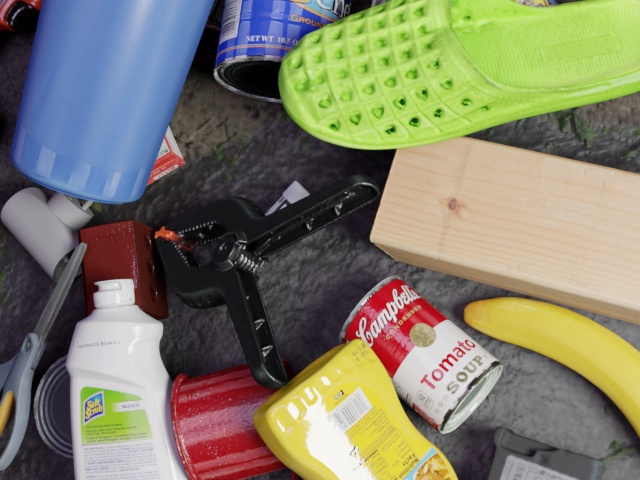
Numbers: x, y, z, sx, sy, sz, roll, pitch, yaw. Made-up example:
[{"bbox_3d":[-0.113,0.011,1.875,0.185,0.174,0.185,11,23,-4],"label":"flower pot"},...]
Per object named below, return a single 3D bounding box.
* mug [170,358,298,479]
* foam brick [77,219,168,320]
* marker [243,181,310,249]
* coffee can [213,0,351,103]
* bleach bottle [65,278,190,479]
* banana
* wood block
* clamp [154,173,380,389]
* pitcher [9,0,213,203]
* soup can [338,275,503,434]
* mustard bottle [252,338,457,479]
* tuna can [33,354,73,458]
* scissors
[{"bbox_3d":[-0.053,0.146,0.798,0.081,0.093,0.117,-16,100,10],"label":"mug"},{"bbox_3d":[-0.161,0.028,0.874,0.051,0.053,0.078,-13,75,16],"label":"foam brick"},{"bbox_3d":[-0.056,0.001,0.862,0.121,0.020,0.020,-45,68,4],"label":"marker"},{"bbox_3d":[-0.026,-0.191,0.850,0.103,0.102,0.140,3,79,19],"label":"coffee can"},{"bbox_3d":[-0.135,0.154,0.803,0.102,0.068,0.251,-7,86,9],"label":"bleach bottle"},{"bbox_3d":[0.190,0.094,0.748,0.069,0.037,0.198,-46,68,3],"label":"banana"},{"bbox_3d":[0.153,-0.010,0.756,0.206,0.090,0.091,15,84,21],"label":"wood block"},{"bbox_3d":[-0.061,0.023,0.802,0.210,0.036,0.164,4,65,46],"label":"clamp"},{"bbox_3d":[-0.157,-0.160,0.830,0.145,0.149,0.243,25,103,28],"label":"pitcher"},{"bbox_3d":[0.072,0.083,0.775,0.102,0.068,0.068,40,92,21],"label":"soup can"},{"bbox_3d":[0.044,0.170,0.738,0.096,0.058,0.191,-36,92,-30],"label":"mustard bottle"},{"bbox_3d":[-0.187,0.135,0.869,0.086,0.033,0.086,-4,77,18],"label":"tuna can"},{"bbox_3d":[-0.249,0.089,0.884,0.096,0.016,0.202,16,89,46],"label":"scissors"}]
